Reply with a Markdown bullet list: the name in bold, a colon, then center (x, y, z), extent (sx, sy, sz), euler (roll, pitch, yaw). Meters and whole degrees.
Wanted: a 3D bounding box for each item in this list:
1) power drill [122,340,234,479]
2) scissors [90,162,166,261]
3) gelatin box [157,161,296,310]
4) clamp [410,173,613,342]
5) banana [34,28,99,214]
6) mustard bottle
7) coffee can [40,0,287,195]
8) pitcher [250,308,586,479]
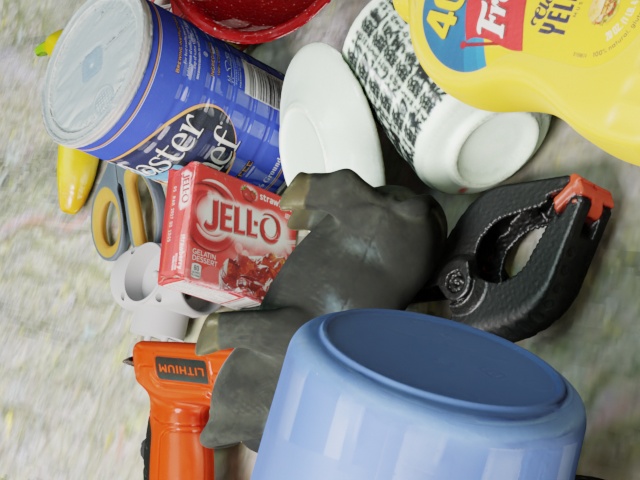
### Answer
- **power drill**: center (-0.055, 0.151, 0.594), extent (0.185, 0.057, 0.187), euler (1, 83, 40)
- **scissors**: center (-0.157, -0.072, 0.802), extent (0.096, 0.016, 0.202), euler (-35, 65, 40)
- **gelatin box**: center (-0.054, 0.001, 0.647), extent (0.030, 0.089, 0.073), euler (-13, 65, 41)
- **clamp**: center (0.078, 0.037, 0.539), extent (0.172, 0.039, 0.120), euler (-39, 56, 37)
- **banana**: center (-0.204, -0.114, 0.887), extent (0.070, 0.037, 0.198), euler (-54, 40, 40)
- **mustard bottle**: center (0.094, -0.100, 0.464), extent (0.192, 0.058, 0.096), euler (29, 94, 47)
- **coffee can**: center (-0.090, -0.086, 0.681), extent (0.103, 0.140, 0.103), euler (-19, 61, 39)
- **pitcher**: center (0.019, 0.152, 0.414), extent (0.149, 0.144, 0.243), euler (30, 112, 51)
